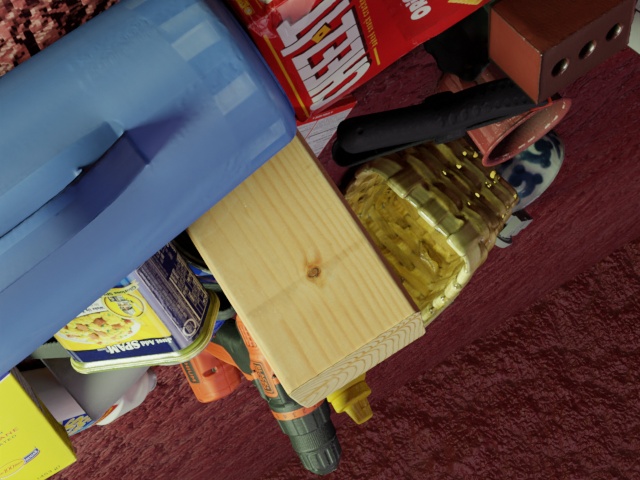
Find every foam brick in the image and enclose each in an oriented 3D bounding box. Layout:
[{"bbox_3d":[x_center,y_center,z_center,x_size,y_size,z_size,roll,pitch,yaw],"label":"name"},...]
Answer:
[{"bbox_3d":[0.150,-0.133,0.665,0.078,0.051,0.053,-34,151,-11],"label":"foam brick"}]

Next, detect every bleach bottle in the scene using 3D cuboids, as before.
[{"bbox_3d":[-0.238,0.152,1.020,0.103,0.068,0.250,-41,165,25],"label":"bleach bottle"}]

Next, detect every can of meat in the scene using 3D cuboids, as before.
[{"bbox_3d":[-0.126,0.030,0.646,0.102,0.057,0.084,-9,135,23],"label":"can of meat"}]

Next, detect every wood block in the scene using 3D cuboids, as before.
[{"bbox_3d":[-0.031,-0.010,0.662,0.091,0.206,0.090,-33,165,-1],"label":"wood block"}]

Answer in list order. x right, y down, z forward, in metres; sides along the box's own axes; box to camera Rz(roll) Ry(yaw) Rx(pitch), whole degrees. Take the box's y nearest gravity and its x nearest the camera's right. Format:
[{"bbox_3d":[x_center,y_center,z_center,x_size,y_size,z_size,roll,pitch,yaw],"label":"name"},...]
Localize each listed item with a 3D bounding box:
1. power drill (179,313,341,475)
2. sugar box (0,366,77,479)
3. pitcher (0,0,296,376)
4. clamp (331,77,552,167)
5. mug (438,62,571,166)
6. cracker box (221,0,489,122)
[{"bbox_3d":[-0.064,0.132,1.033,0.057,0.184,0.188,-31,-160,-32],"label":"power drill"},{"bbox_3d":[-0.265,0.136,0.818,0.093,0.048,0.176,-31,142,-10],"label":"sugar box"},{"bbox_3d":[-0.134,-0.026,0.540,0.243,0.149,0.145,-36,152,-2],"label":"pitcher"},{"bbox_3d":[0.084,-0.089,0.802,0.171,0.039,0.120,-13,-176,-10],"label":"clamp"},{"bbox_3d":[0.151,-0.124,0.922,0.093,0.081,0.117,-41,163,27],"label":"mug"},{"bbox_3d":[0.049,-0.168,0.593,0.213,0.072,0.164,-34,166,2],"label":"cracker box"}]
